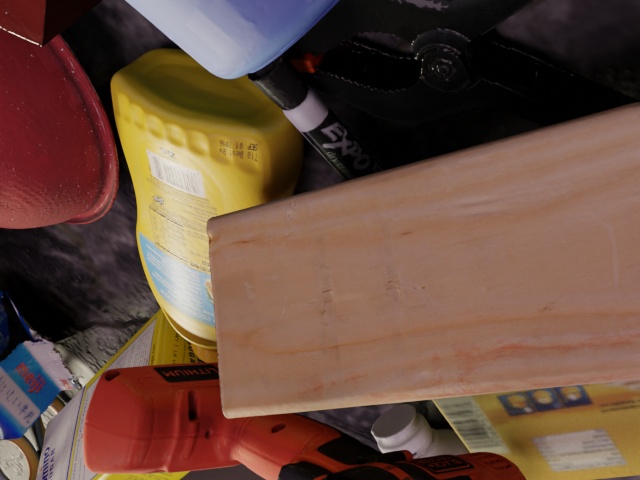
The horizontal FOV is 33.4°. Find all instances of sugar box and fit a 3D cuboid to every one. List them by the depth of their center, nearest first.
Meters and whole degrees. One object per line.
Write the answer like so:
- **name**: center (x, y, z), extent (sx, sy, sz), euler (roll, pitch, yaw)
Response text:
- **sugar box**: center (-0.125, 0.123, 0.664), extent (0.048, 0.093, 0.177), euler (22, 137, -24)

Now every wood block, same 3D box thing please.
- **wood block**: center (0.061, 0.016, 0.421), extent (0.207, 0.090, 0.090), euler (-13, 80, 40)

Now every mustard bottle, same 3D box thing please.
- **mustard bottle**: center (-0.053, 0.000, 0.553), extent (0.096, 0.058, 0.192), euler (23, 136, 24)

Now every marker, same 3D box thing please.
- **marker**: center (0.006, -0.045, 0.482), extent (0.020, 0.020, 0.121), euler (-10, 141, 35)

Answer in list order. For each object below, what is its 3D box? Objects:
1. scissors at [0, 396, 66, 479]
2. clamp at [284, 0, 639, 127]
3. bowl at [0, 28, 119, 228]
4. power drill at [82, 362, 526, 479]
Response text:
- **scissors**: center (-0.175, 0.199, 0.722), extent (0.016, 0.096, 0.202), euler (-31, 69, 28)
- **clamp**: center (0.064, -0.074, 0.440), extent (0.172, 0.039, 0.120), euler (-1, 130, 38)
- **bowl**: center (-0.180, -0.062, 0.548), extent (0.162, 0.055, 0.162), euler (27, 140, 25)
- **power drill**: center (-0.021, 0.106, 0.482), extent (0.188, 0.184, 0.057), euler (15, 93, 38)
